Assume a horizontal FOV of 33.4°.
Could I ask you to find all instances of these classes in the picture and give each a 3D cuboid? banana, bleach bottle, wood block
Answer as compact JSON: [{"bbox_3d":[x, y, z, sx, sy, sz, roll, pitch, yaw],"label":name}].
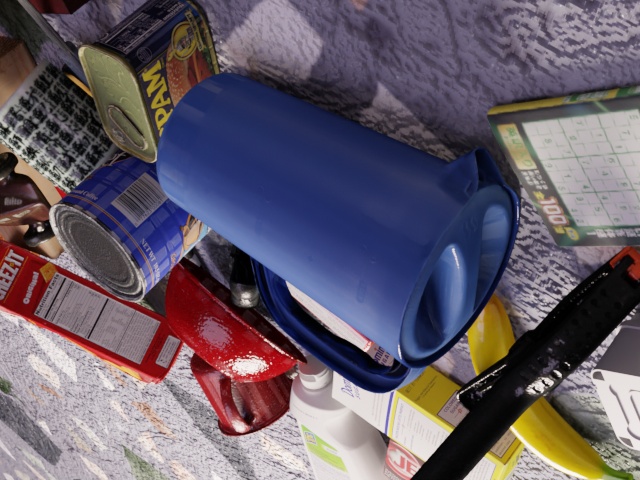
[{"bbox_3d":[0.162,0.119,0.823,0.070,0.037,0.197,-28,109,40],"label":"banana"},{"bbox_3d":[0.030,0.214,1.079,0.103,0.068,0.251,17,139,38],"label":"bleach bottle"},{"bbox_3d":[-0.305,-0.093,1.062,0.091,0.090,0.206,16,141,38],"label":"wood block"}]

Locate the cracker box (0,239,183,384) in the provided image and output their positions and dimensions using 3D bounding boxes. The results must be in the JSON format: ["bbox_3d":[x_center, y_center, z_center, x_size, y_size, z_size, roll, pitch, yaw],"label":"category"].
[{"bbox_3d":[-0.256,0.083,1.152,0.213,0.072,0.164,26,169,-8],"label":"cracker box"}]

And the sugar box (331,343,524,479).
[{"bbox_3d":[0.092,0.151,0.939,0.176,0.048,0.093,35,150,21],"label":"sugar box"}]

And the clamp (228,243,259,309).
[{"bbox_3d":[-0.056,0.001,0.898,0.039,0.120,0.171,16,168,-4],"label":"clamp"}]

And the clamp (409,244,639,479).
[{"bbox_3d":[0.135,0.087,0.695,0.036,0.164,0.210,42,124,3],"label":"clamp"}]

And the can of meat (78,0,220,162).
[{"bbox_3d":[-0.124,-0.124,0.802,0.058,0.083,0.102,26,146,28],"label":"can of meat"}]

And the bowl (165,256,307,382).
[{"bbox_3d":[-0.090,0.082,0.990,0.162,0.055,0.162,39,179,0],"label":"bowl"}]

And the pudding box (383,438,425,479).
[{"bbox_3d":[0.115,0.220,1.004,0.114,0.039,0.090,31,148,20],"label":"pudding box"}]

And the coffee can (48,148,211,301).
[{"bbox_3d":[-0.136,-0.034,0.878,0.103,0.140,0.103,31,149,21],"label":"coffee can"}]

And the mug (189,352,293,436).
[{"bbox_3d":[-0.082,0.145,1.081,0.093,0.117,0.081,-20,114,15],"label":"mug"}]

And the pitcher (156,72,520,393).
[{"bbox_3d":[0.001,-0.016,0.741,0.243,0.149,0.145,30,162,29],"label":"pitcher"}]

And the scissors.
[{"bbox_3d":[-0.212,-0.155,0.882,0.096,0.016,0.201,32,169,39],"label":"scissors"}]

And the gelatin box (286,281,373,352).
[{"bbox_3d":[0.023,0.033,0.838,0.089,0.073,0.030,39,150,8],"label":"gelatin box"}]
